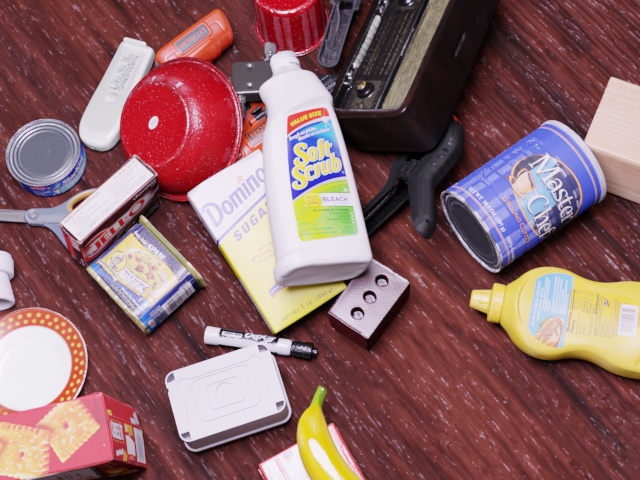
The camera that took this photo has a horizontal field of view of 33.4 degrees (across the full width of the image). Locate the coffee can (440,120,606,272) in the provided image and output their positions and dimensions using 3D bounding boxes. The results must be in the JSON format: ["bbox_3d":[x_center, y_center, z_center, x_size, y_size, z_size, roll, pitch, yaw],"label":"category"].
[{"bbox_3d":[0.213,-0.047,1.124,0.140,0.103,0.103,-34,69,-9],"label":"coffee can"}]

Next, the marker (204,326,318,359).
[{"bbox_3d":[-0.062,0.109,1.127,0.121,0.020,0.020,8,69,7],"label":"marker"}]

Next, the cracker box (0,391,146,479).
[{"bbox_3d":[-0.289,0.205,1.025,0.213,0.164,0.072,-12,76,0],"label":"cracker box"}]

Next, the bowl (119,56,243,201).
[{"bbox_3d":[-0.166,-0.124,1.170,0.162,0.055,0.162,0,90,29],"label":"bowl"}]

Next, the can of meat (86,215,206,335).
[{"bbox_3d":[-0.188,0.038,1.146,0.084,0.057,0.102,-43,71,-11],"label":"can of meat"}]

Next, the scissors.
[{"bbox_3d":[-0.312,-0.010,1.197,0.201,0.016,0.096,-11,68,0],"label":"scissors"}]

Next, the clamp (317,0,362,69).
[{"bbox_3d":[0.032,-0.286,1.221,0.039,0.120,0.171,18,42,-3],"label":"clamp"}]

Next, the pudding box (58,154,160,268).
[{"bbox_3d":[-0.223,-0.029,1.141,0.039,0.090,0.113,41,72,7],"label":"pudding box"}]

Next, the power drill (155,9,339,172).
[{"bbox_3d":[-0.085,-0.177,1.225,0.184,0.057,0.188,-37,70,-10],"label":"power drill"}]

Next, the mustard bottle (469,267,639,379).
[{"bbox_3d":[0.249,0.078,1.095,0.192,0.058,0.096,11,70,8],"label":"mustard bottle"}]

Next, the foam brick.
[{"bbox_3d":[0.052,0.067,1.118,0.053,0.051,0.078,33,74,15],"label":"foam brick"}]

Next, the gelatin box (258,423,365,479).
[{"bbox_3d":[-0.007,0.237,1.066,0.089,0.030,0.073,-28,70,-8],"label":"gelatin box"}]

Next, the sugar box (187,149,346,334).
[{"bbox_3d":[-0.058,0.001,1.132,0.093,0.048,0.176,-33,88,-8],"label":"sugar box"}]

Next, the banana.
[{"bbox_3d":[0.036,0.233,1.028,0.069,0.037,0.198,-37,74,-11],"label":"banana"}]

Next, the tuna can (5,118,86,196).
[{"bbox_3d":[-0.313,-0.094,1.222,0.086,0.034,0.086,-2,68,4],"label":"tuna can"}]

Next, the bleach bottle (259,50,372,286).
[{"bbox_3d":[-0.021,-0.081,1.105,0.102,0.068,0.251,-5,69,-21],"label":"bleach bottle"}]

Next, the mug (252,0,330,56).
[{"bbox_3d":[-0.039,-0.286,1.252,0.093,0.081,0.117,-15,68,-2],"label":"mug"}]

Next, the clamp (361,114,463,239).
[{"bbox_3d":[0.103,-0.063,1.134,0.036,0.165,0.209,45,65,-21],"label":"clamp"}]
